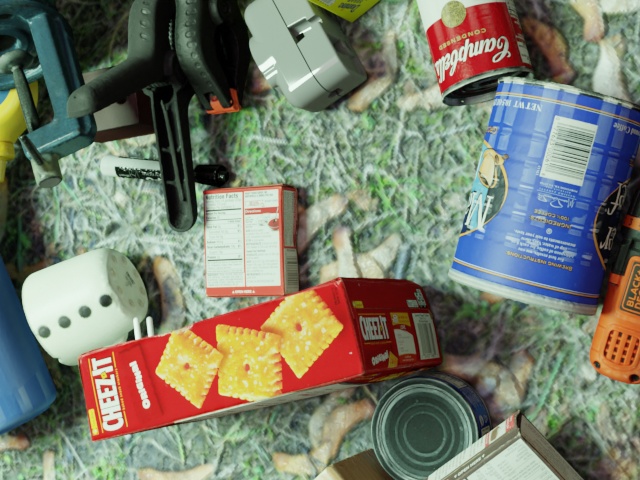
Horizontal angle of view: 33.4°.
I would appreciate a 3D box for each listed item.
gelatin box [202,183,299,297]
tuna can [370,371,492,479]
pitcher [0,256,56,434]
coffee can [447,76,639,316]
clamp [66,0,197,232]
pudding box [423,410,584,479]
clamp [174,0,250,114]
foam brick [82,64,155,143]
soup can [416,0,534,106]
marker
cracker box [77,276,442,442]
[{"bbox_3d":[-0.056,0.001,0.858,0.073,0.030,0.089,-3,87,26],"label":"gelatin box"},{"bbox_3d":[0.081,0.141,0.788,0.086,0.033,0.086,-1,88,25],"label":"tuna can"},{"bbox_3d":[-0.326,0.052,0.919,0.145,0.149,0.243,-23,93,25],"label":"pitcher"},{"bbox_3d":[0.153,-0.030,0.722,0.103,0.102,0.140,16,95,24],"label":"coffee can"},{"bbox_3d":[-0.123,-0.122,0.848,0.036,0.164,0.210,-5,50,22],"label":"clamp"},{"bbox_3d":[0.140,0.188,0.739,0.090,0.039,0.113,-41,98,17],"label":"pudding box"},{"bbox_3d":[-0.095,-0.186,0.836,0.039,0.120,0.171,-6,89,38],"label":"clamp"},{"bbox_3d":[-0.173,-0.115,0.902,0.078,0.051,0.053,-9,85,24],"label":"foam brick"},{"bbox_3d":[0.108,-0.156,0.766,0.069,0.068,0.102,-17,81,23],"label":"soup can"},{"bbox_3d":[-0.131,-0.059,0.899,0.121,0.020,0.020,7,91,25],"label":"marker"},{"bbox_3d":[-0.040,0.084,0.775,0.214,0.164,0.072,-16,80,23],"label":"cracker box"}]
